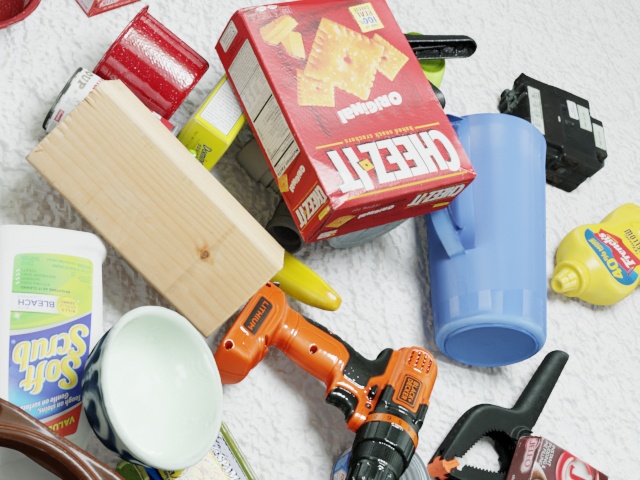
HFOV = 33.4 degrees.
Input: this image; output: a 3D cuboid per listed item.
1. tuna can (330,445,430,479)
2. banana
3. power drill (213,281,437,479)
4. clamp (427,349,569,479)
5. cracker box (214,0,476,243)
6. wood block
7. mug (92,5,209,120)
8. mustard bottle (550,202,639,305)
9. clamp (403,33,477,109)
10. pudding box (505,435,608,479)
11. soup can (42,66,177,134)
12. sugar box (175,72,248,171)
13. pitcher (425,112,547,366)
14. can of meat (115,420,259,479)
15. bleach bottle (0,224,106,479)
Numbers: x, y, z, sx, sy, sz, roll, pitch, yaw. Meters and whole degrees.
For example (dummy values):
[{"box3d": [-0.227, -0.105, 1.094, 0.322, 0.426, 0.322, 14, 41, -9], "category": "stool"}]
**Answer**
[{"box3d": [0.053, 0.213, 0.930, 0.086, 0.034, 0.086, 16, 53, -23], "category": "tuna can"}, {"box3d": [-0.064, 0.000, 0.977, 0.197, 0.070, 0.037, 43, 76, -9], "category": "banana"}, {"box3d": [0.001, 0.128, 0.908, 0.187, 0.057, 0.184, 30, 38, 0], "category": "power drill"}, {"box3d": [0.196, 0.206, 1.024, 0.209, 0.036, 0.164, -15, 76, -35], "category": "clamp"}, {"box3d": [0.023, -0.120, 0.972, 0.163, 0.072, 0.214, -15, 70, -31], "category": "cracker box"}, {"box3d": [-0.134, -0.029, 0.894, 0.206, 0.091, 0.090, 46, 6, -8], "category": "wood block"}, {"box3d": [-0.160, -0.162, 1.017, 0.081, 0.093, 0.117, 38, 9, -11], "category": "mug"}, {"box3d": [0.324, 0.023, 1.215, 0.191, 0.058, 0.096, -21, 72, -40], "category": "mustard bottle"}, {"box3d": [0.075, -0.197, 1.097, 0.171, 0.039, 0.120, 28, 44, 17], "category": "clamp"}, {"box3d": [0.208, 0.248, 0.975, 0.090, 0.039, 0.113, 32, 68, -21], "category": "pudding box"}, {"box3d": [-0.189, -0.101, 0.962, 0.102, 0.069, 0.068, 32, 48, -10], "category": "soup can"}, {"box3d": [-0.087, -0.131, 1.030, 0.048, 0.093, 0.176, 38, 48, -8], "category": "sugar box"}, {"box3d": [0.162, -0.005, 1.082, 0.149, 0.145, 0.243, 7, 58, -6], "category": "pitcher"}, {"box3d": [-0.099, 0.196, 0.828, 0.083, 0.058, 0.102, -22, 73, -38], "category": "can of meat"}, {"box3d": [-0.208, 0.114, 0.811, 0.102, 0.068, 0.251, 8, 59, -32], "category": "bleach bottle"}]
